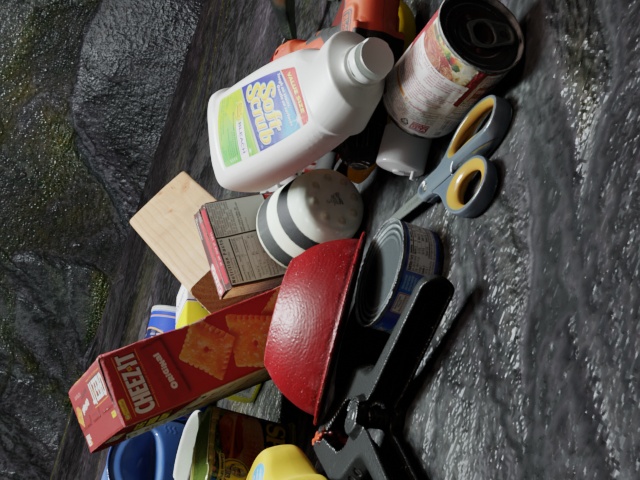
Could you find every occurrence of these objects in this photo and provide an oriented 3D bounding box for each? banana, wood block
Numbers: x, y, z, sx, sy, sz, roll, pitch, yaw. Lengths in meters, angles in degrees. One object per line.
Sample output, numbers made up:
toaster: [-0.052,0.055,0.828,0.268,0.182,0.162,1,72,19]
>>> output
banana: [0.059,-0.150,0.988,0.070,0.037,0.198,147,134,-62]
wood block: [-0.124,0.012,1.182,0.090,0.090,0.206,-43,35,-6]

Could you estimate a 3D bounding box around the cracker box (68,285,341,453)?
cracker box: [-0.110,0.113,0.976,0.072,0.213,0.164,66,153,9]

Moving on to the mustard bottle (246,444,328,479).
mustard bottle: [-0.022,0.212,0.831,0.192,0.058,0.096,-163,65,-75]

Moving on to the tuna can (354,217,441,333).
tuna can: [0.058,0.028,0.808,0.086,0.033,0.086,-163,90,-74]

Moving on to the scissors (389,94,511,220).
scissors: [0.087,-0.028,0.804,0.202,0.016,0.096,125,157,-48]

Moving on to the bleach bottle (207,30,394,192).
bleach bottle: [-0.017,-0.115,0.881,0.251,0.068,0.102,-25,68,60]

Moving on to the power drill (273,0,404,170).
power drill: [0.012,-0.139,0.968,0.188,0.057,0.184,-18,62,62]

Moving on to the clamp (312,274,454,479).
clamp: [0.042,0.117,0.761,0.210,0.036,0.164,143,140,-69]

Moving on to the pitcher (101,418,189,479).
pitcher: [-0.207,0.324,1.225,0.145,0.149,0.243,65,145,32]

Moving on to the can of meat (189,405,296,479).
can of meat: [-0.071,0.204,0.968,0.102,0.083,0.058,-92,24,-51]

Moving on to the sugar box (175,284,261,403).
sugar box: [-0.117,0.108,1.215,0.176,0.093,0.048,-100,32,-58]

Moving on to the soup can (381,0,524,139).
soup can: [0.095,-0.127,0.786,0.102,0.068,0.068,132,151,-58]

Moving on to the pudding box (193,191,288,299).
pudding box: [-0.057,0.001,1.036,0.039,0.113,0.090,-44,61,60]

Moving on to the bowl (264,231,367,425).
bowl: [-0.008,0.065,0.866,0.162,0.055,0.162,15,-91,-86]
